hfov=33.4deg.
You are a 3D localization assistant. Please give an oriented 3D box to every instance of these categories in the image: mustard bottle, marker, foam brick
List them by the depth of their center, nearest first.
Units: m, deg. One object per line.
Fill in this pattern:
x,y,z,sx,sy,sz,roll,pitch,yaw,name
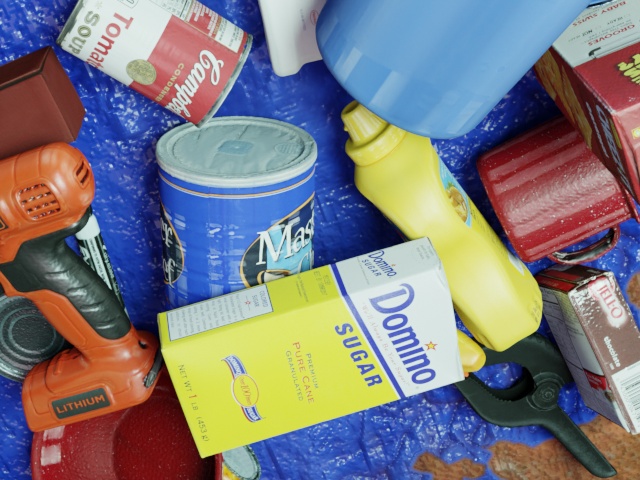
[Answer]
-0.197,-0.081,0.682,0.078,0.053,0.051,-21,117,7,foam brick
0.075,-0.018,0.713,0.058,0.096,0.191,-33,115,14,mustard bottle
-0.159,0.011,0.752,0.020,0.020,0.121,-12,118,1,marker

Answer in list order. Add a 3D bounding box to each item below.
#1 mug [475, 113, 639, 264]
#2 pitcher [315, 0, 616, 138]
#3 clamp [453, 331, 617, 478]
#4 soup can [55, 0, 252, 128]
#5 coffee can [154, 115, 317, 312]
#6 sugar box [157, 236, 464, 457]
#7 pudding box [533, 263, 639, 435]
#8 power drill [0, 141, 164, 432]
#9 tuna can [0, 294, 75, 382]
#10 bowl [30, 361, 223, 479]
0.162,-0.029,0.722,0.081,0.093,0.117,-26,126,14,mug
0.108,-0.166,0.532,0.149,0.144,0.243,40,127,4,pitcher
0.173,0.122,0.822,0.171,0.039,0.120,7,97,-5,clamp
-0.102,-0.124,0.659,0.102,0.068,0.069,29,111,-18,soup can
-0.055,0.001,0.708,0.102,0.103,0.140,-1,118,-4,coffee can
-0.004,0.067,0.666,0.176,0.048,0.093,-15,123,-1,sugar box
0.197,0.073,0.754,0.039,0.090,0.113,-25,96,-4,pudding box
-0.200,0.038,0.689,0.185,0.057,0.187,-16,123,17,power drill
-0.204,0.060,0.765,0.086,0.034,0.086,-2,117,-4,tuna can
-0.132,0.161,0.786,0.162,0.055,0.162,-2,86,23,bowl
